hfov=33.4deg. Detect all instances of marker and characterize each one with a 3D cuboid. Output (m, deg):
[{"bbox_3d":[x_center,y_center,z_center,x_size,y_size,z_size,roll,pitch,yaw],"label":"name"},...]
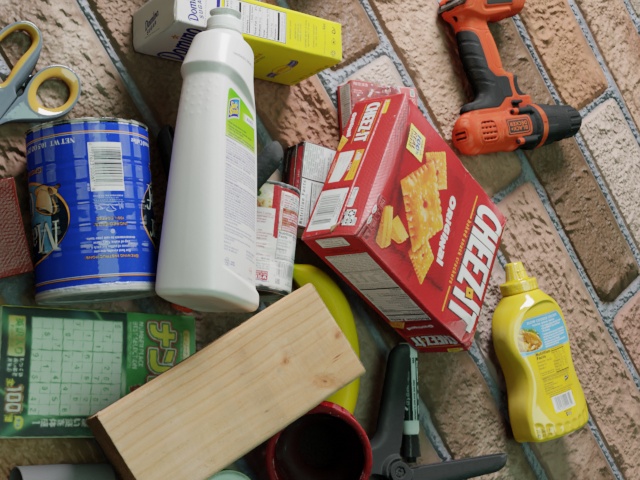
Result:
[{"bbox_3d":[0.091,0.165,1.087,0.020,0.020,0.121,5,79,-33],"label":"marker"}]

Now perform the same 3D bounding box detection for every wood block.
[{"bbox_3d":[-0.080,0.129,0.887,0.205,0.091,0.090,-31,89,-21],"label":"wood block"}]

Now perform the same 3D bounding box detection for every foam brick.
[{"bbox_3d":[-0.269,-0.007,0.850,0.052,0.051,0.078,-15,99,-35],"label":"foam brick"}]

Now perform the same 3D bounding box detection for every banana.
[{"bbox_3d":[0.005,0.106,1.033,0.069,0.037,0.198,-13,86,-9],"label":"banana"}]

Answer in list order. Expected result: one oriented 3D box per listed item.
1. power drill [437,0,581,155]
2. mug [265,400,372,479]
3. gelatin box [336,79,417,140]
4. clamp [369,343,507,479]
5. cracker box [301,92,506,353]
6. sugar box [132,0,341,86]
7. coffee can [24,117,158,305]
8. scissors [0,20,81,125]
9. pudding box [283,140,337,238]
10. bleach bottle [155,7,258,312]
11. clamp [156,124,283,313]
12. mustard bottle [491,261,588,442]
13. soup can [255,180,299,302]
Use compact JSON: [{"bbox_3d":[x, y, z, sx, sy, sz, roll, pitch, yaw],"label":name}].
[{"bbox_3d":[0.214,-0.194,1.211,0.184,0.057,0.187,-11,88,-35],"label":"power drill"},{"bbox_3d":[0.007,0.200,0.966,0.093,0.081,0.117,-38,89,1],"label":"mug"},{"bbox_3d":[0.062,-0.125,1.114,0.089,0.030,0.073,2,80,-33],"label":"gelatin box"},{"bbox_3d":[0.081,0.229,1.042,0.164,0.036,0.209,41,68,-6],"label":"clamp"},{"bbox_3d":[0.091,-0.012,1.042,0.213,0.072,0.164,44,55,-37],"label":"cracker box"},{"bbox_3d":[-0.077,-0.189,0.995,0.175,0.094,0.048,4,79,-32],"label":"sugar box"},{"bbox_3d":[-0.188,-0.021,0.883,0.102,0.103,0.140,-1,82,-34],"label":"coffee can"},{"bbox_3d":[-0.267,-0.090,0.896,0.096,0.016,0.201,27,68,-27],"label":"scissors"},{"bbox_3d":[0.015,-0.041,1.063,0.113,0.039,0.090,14,75,-30],"label":"pudding box"},{"bbox_3d":[-0.086,-0.070,0.897,0.102,0.068,0.251,36,56,-68],"label":"bleach bottle"},{"bbox_3d":[-0.114,-0.024,0.957,0.171,0.120,0.039,-68,157,-8],"label":"clamp"},{"bbox_3d":[0.233,0.118,1.167,0.096,0.058,0.191,-12,88,-36],"label":"mustard bottle"},{"bbox_3d":[-0.056,0.001,0.989,0.068,0.069,0.102,13,75,-32],"label":"soup can"}]
